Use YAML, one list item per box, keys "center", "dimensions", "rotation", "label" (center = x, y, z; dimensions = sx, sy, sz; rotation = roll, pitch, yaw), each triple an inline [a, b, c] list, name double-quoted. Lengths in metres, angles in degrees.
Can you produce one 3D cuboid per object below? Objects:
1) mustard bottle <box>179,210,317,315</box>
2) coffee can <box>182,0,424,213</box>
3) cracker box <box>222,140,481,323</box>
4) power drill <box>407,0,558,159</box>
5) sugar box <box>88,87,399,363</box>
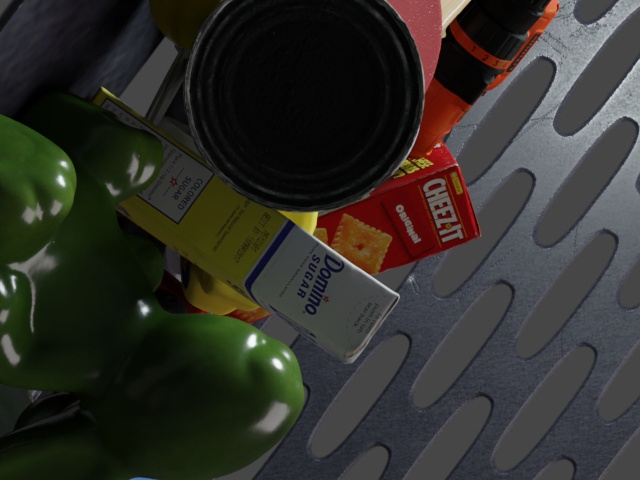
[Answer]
- center: [-0.055, 0.001, 0.698]
  dimensions: [0.192, 0.058, 0.096]
  rotation: [157, -46, -74]
  label: "mustard bottle"
- center: [-0.002, -0.068, 0.514]
  dimensions: [0.103, 0.103, 0.140]
  rotation: [-53, 179, 7]
  label: "coffee can"
- center: [0.009, -0.016, 0.875]
  dimensions: [0.214, 0.072, 0.164]
  rotation: [-20, -161, 4]
  label: "cracker box"
- center: [0.132, -0.159, 0.831]
  dimensions: [0.185, 0.057, 0.187]
  rotation: [-49, 176, 31]
  label: "power drill"
- center: [-0.047, -0.002, 0.546]
  dimensions: [0.048, 0.176, 0.093]
  rotation: [-52, 177, -7]
  label: "sugar box"
